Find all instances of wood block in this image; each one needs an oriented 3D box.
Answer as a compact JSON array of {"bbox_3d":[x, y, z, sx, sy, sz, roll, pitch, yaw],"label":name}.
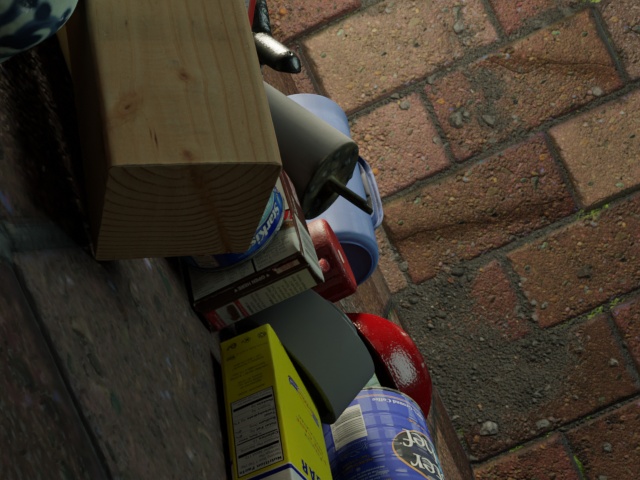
[{"bbox_3d":[-0.092,-0.102,0.606,0.091,0.090,0.206,117,-35,-54],"label":"wood block"}]

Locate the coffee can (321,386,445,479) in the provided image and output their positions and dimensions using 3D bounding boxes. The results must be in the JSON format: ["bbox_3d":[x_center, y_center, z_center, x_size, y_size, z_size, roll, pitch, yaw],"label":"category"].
[{"bbox_3d":[0.047,0.195,0.825,0.140,0.103,0.102,-105,169,-61],"label":"coffee can"}]

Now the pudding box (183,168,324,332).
[{"bbox_3d":[-0.055,0.001,0.778,0.039,0.090,0.113,58,10,-42],"label":"pudding box"}]

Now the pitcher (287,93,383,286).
[{"bbox_3d":[0.002,-0.052,1.296,0.145,0.149,0.243,76,-1,-48],"label":"pitcher"}]

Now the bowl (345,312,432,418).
[{"bbox_3d":[0.062,0.132,1.051,0.162,0.055,0.162,50,-26,35],"label":"bowl"}]

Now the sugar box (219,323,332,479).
[{"bbox_3d":[-0.023,0.145,0.686,0.176,0.048,0.093,-109,172,-54],"label":"sugar box"}]
